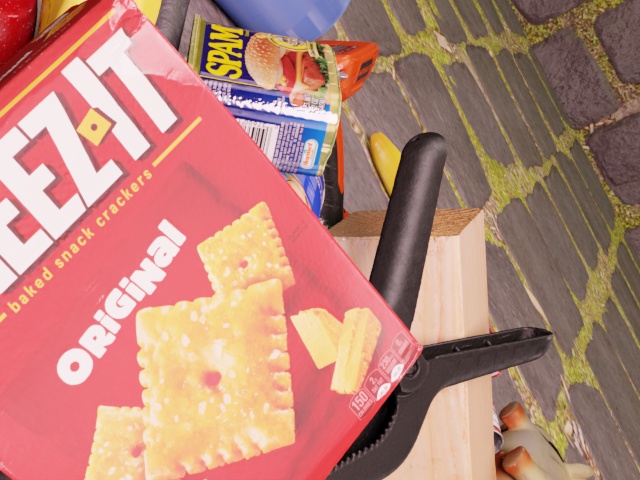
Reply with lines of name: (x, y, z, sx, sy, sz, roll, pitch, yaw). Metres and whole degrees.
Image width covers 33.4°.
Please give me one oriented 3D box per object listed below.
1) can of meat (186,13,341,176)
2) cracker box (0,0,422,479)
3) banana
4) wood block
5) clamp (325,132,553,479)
can of meat: (-0.036, -0.080, 0.602, 0.084, 0.057, 0.102, 9, 32, -9)
cracker box: (-0.077, 0.031, 0.442, 0.164, 0.072, 0.213, -48, 114, -20)
banana: (0.106, -0.023, 1.112, 0.197, 0.037, 0.069, 55, 5, -24)
wood block: (0.060, 0.088, 0.695, 0.090, 0.090, 0.206, -36, 124, -68)
clamp: (0.045, 0.068, 0.584, 0.164, 0.036, 0.209, 49, 66, -29)
